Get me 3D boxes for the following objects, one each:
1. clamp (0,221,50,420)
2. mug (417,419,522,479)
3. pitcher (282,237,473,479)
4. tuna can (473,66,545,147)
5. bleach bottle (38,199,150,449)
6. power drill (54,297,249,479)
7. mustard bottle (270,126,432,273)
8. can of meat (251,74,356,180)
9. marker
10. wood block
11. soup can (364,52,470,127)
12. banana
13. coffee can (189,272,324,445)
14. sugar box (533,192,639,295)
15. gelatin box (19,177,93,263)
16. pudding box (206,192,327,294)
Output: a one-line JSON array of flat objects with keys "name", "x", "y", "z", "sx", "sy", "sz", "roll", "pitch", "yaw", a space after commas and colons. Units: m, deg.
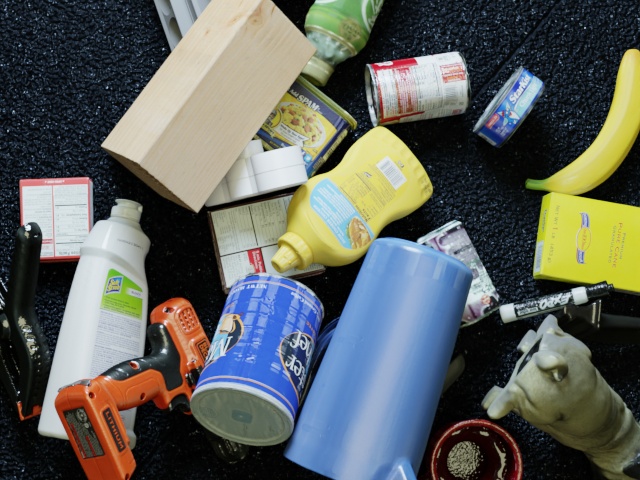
[{"name": "clamp", "x": -0.309, "y": 0.077, "z": 1.082, "sx": 0.036, "sy": 0.165, "sz": 0.210, "roll": -16, "pitch": 93, "yaw": -41}, {"name": "mug", "x": 0.143, "y": 0.235, "z": 1.101, "sx": 0.117, "sy": 0.081, "sz": 0.093, "roll": -30, "pitch": 86, "yaw": -5}, {"name": "pitcher", "x": 0.056, "y": 0.124, "z": 1.061, "sx": 0.149, "sy": 0.145, "sz": 0.243, "roll": 19, "pitch": 82, "yaw": 4}, {"name": "tuna can", "x": 0.201, "y": -0.141, "z": 1.138, "sx": 0.034, "sy": 0.086, "sz": 0.086, "roll": 36, "pitch": 84, "yaw": -1}, {"name": "bleach bottle", "x": -0.218, "y": 0.083, "z": 1.104, "sx": 0.068, "sy": 0.102, "sz": 0.251, "roll": 1, "pitch": 75, "yaw": 36}, {"name": "power drill", "x": -0.159, "y": 0.169, "z": 1.056, "sx": 0.057, "sy": 0.187, "sz": 0.184, "roll": -22, "pitch": 96, "yaw": 38}, {"name": "mustard bottle", "x": 0.023, "y": -0.029, "z": 1.106, "sx": 0.191, "sy": 0.058, "sz": 0.096, "roll": -40, "pitch": 94, "yaw": -24}, {"name": "can of meat", "x": -0.026, "y": -0.122, "z": 1.142, "sx": 0.102, "sy": 0.057, "sz": 0.084, "roll": 38, "pitch": 86, "yaw": 2}, {"name": "marker", "x": 0.250, "y": 0.064, "z": 1.131, "sx": 0.121, "sy": 0.020, "sz": 0.020, "roll": -16, "pitch": 85, "yaw": 20}, {"name": "wood block", "x": -0.112, "y": -0.143, "z": 1.069, "sx": 0.090, "sy": 0.090, "sz": 0.206, "roll": 41, "pitch": 80, "yaw": -36}, {"name": "soup can", "x": 0.104, "y": -0.162, "z": 1.145, "sx": 0.102, "sy": 0.068, "sz": 0.068, "roll": -9, "pitch": 85, "yaw": -4}, {"name": "banana", "x": 0.309, "y": -0.117, "z": 1.164, "sx": 0.069, "sy": 0.037, "sz": 0.198, "roll": 39, "pitch": 84, "yaw": 1}, {"name": "coffee can", "x": -0.061, "y": 0.118, "z": 1.065, "sx": 0.103, "sy": 0.103, "sz": 0.140, "roll": 17, "pitch": 52, "yaw": -1}, {"name": "sugar box", "x": 0.323, "y": 0.009, "z": 1.148, "sx": 0.176, "sy": 0.048, "sz": 0.093, "roll": 9, "pitch": 85, "yaw": 0}, {"name": "gelatin box", "x": -0.280, "y": -0.021, "z": 1.135, "sx": 0.073, "sy": 0.030, "sz": 0.089, "roll": -3, "pitch": 85, "yaw": -4}, {"name": "pudding box", "x": -0.057, "y": 0.002, "z": 1.138, "sx": 0.113, "sy": 0.039, "sz": 0.090, "roll": -12, "pitch": 84, "yaw": -6}]
